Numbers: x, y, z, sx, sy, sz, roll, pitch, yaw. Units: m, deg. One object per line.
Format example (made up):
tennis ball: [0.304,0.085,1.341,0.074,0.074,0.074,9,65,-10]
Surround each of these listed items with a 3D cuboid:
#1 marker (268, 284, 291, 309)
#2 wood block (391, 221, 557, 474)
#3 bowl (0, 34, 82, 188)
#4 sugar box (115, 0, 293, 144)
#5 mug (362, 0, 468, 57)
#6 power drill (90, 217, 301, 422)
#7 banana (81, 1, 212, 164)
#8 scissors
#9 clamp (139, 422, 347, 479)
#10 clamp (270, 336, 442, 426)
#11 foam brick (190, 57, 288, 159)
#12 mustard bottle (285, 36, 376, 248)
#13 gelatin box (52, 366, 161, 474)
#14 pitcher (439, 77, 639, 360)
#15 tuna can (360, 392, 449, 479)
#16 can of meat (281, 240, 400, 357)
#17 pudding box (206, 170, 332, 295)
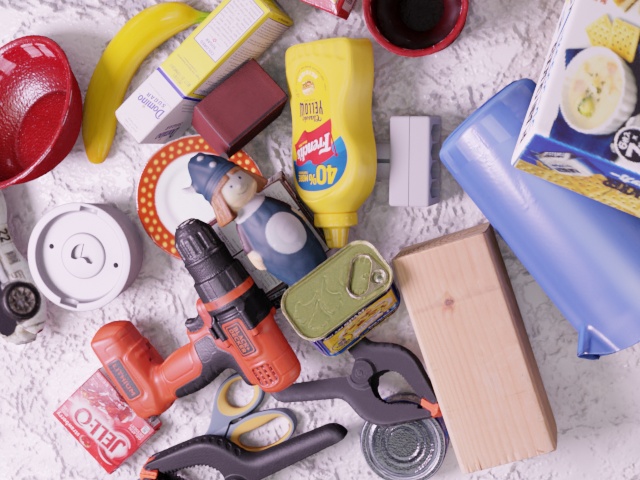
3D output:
marker: [-0.065,0.071,1.066,0.121,0.020,0.020,-29,90,13]
wood block: [0.145,0.097,0.989,0.091,0.090,0.206,-17,93,14]
bowl: [-0.288,-0.118,1.051,0.162,0.055,0.162,-11,68,29]
sugar box: [-0.109,-0.164,1.008,0.176,0.093,0.048,-40,85,13]
mug: [0.101,-0.215,0.964,0.117,0.081,0.093,-21,92,13]
power drill: [-0.132,0.085,1.028,0.188,0.057,0.184,-25,100,31]
banana: [-0.186,-0.167,1.053,0.069,0.037,0.198,43,103,4]
scissors: [-0.124,0.194,1.093,0.202,0.016,0.096,-16,96,12]
clamp: [-0.077,0.255,1.073,0.210,0.036,0.164,2,104,9]
clamp: [0.041,0.117,1.022,0.172,0.039,0.120,14,92,19]
foam brick: [-0.078,-0.123,1.013,0.078,0.053,0.051,-43,88,-17]
mustard bottle: [0.011,-0.089,0.995,0.096,0.058,0.191,2,96,49]
gelatin box: [-0.220,0.186,1.106,0.073,0.030,0.089,-44,87,13]
pitcher: [0.229,-0.029,0.947,0.243,0.149,0.145,50,118,6]
tuna can: [0.082,0.194,1.042,0.086,0.033,0.086,1,97,12]
can of meat: [0.023,0.057,0.981,0.102,0.084,0.057,-37,67,-2]
pudding box: [-0.057,0.001,1.035,0.113,0.039,0.090,-34,100,9]
